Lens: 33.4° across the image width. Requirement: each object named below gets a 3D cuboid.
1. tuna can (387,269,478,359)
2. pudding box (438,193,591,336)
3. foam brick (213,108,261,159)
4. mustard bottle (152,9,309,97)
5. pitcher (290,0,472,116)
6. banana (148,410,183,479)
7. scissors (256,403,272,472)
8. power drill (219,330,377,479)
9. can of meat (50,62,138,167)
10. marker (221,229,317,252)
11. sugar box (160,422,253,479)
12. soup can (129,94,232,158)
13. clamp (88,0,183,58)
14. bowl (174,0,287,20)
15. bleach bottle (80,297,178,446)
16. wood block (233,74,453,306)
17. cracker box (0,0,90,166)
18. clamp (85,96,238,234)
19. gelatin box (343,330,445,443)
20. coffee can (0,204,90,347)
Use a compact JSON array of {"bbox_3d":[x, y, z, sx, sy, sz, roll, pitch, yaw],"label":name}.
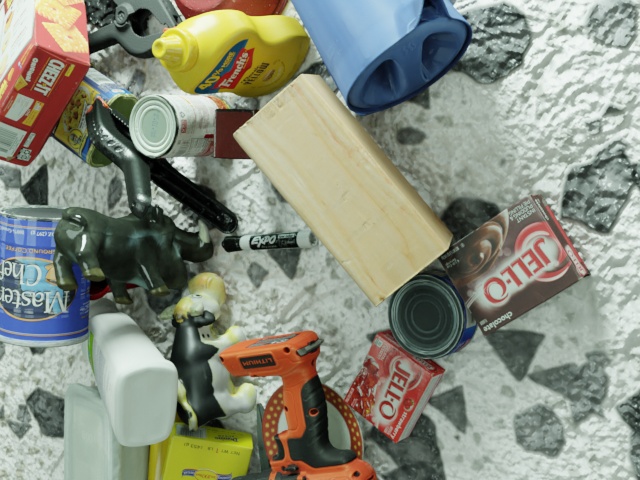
[{"bbox_3d":[0.109,0.072,1.042,0.086,0.033,0.086,4,97,33],"label":"tuna can"},{"bbox_3d":[0.178,0.023,0.988,0.114,0.039,0.090,-37,75,31],"label":"pudding box"},{"bbox_3d":[-0.067,-0.111,1.114,0.051,0.078,0.053,5,96,33],"label":"foam brick"},{"bbox_3d":[-0.096,-0.185,1.056,0.096,0.191,0.058,-41,73,30],"label":"mustard bottle"},{"bbox_3d":[0.024,-0.245,1.019,0.149,0.144,0.243,-36,71,18],"label":"pitcher"},{"bbox_3d":[-0.182,0.234,1.235,0.037,0.069,0.198,8,112,10],"label":"banana"},{"bbox_3d":[-0.040,0.287,1.176,0.096,0.016,0.202,12,102,30],"label":"scissors"},{"bbox_3d":[-0.043,0.195,1.109,0.185,0.057,0.187,-13,96,30],"label":"power drill"},{"bbox_3d":[-0.271,-0.148,1.257,0.084,0.057,0.102,35,113,24],"label":"can of meat"},{"bbox_3d":[-0.058,0.001,1.154,0.121,0.020,0.020,-4,93,34],"label":"marker"},{"bbox_3d":[-0.138,0.296,1.198,0.093,0.048,0.176,11,103,-8],"label":"sugar box"},{"bbox_3d":[-0.147,-0.123,1.150,0.069,0.102,0.068,4,98,33],"label":"soup can"},{"bbox_3d":[-0.224,-0.246,1.226,0.172,0.039,0.120,33,113,31],"label":"clamp"},{"bbox_3d":[-0.109,-0.288,1.136,0.162,0.055,0.162,4,97,33],"label":"bowl"},{"bbox_3d":[-0.228,0.125,1.200,0.251,0.068,0.103,-137,48,-56],"label":"bleach bottle"},{"bbox_3d":[0.024,-0.050,1.010,0.090,0.090,0.206,-40,90,12],"label":"wood block"},{"bbox_3d":[-0.329,-0.214,1.220,0.164,0.072,0.214,-50,37,31],"label":"cracker box"},{"bbox_3d":[-0.196,-0.083,1.147,0.210,0.164,0.036,45,106,20],"label":"clamp"},{"bbox_3d":[0.073,0.146,1.076,0.073,0.030,0.089,36,114,26],"label":"gelatin box"},{"bbox_3d":[-0.303,0.037,1.171,0.103,0.102,0.140,10,100,32],"label":"coffee can"}]
